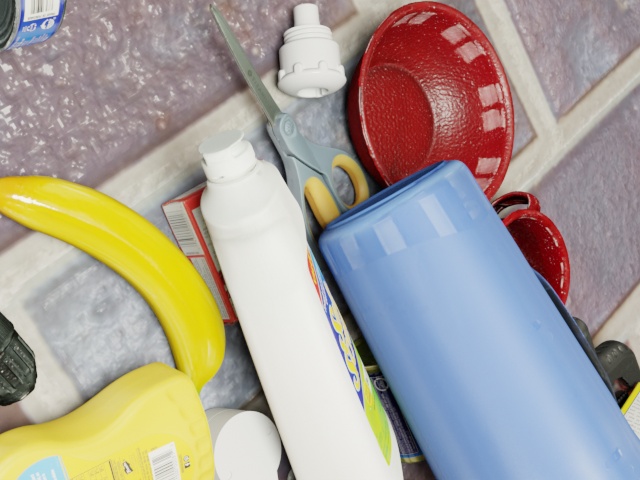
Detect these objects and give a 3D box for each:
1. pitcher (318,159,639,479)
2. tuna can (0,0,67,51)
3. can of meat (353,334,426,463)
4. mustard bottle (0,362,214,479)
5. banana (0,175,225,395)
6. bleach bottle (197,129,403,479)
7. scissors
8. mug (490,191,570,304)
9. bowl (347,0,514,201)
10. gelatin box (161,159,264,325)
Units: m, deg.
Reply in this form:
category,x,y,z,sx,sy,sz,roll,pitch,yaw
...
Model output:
category,x,y,z,sx,sy,sz,roll,pitch,yaw
pitcher,0.107,0.071,0.696,0.145,0.149,0.243,-30,94,0
tuna can,-0.175,-0.148,0.583,0.033,0.086,0.086,-23,101,-39
can of meat,0.071,0.100,0.782,0.101,0.058,0.084,-35,110,-36
mustard bottle,-0.151,0.146,0.596,0.191,0.058,0.096,-23,119,-37
banana,-0.114,0.022,0.650,0.197,0.037,0.069,53,57,-23
bleach bottle,-0.017,0.052,0.652,0.102,0.068,0.251,-93,164,-62
scissors,-0.014,-0.077,0.736,0.096,0.016,0.202,-40,115,-49
mug,0.134,0.014,0.822,0.093,0.082,0.117,32,68,-33
bowl,0.073,-0.093,0.798,0.161,0.055,0.162,4,84,-39
gelatin box,-0.055,0.001,0.705,0.073,0.030,0.089,-32,106,-37
